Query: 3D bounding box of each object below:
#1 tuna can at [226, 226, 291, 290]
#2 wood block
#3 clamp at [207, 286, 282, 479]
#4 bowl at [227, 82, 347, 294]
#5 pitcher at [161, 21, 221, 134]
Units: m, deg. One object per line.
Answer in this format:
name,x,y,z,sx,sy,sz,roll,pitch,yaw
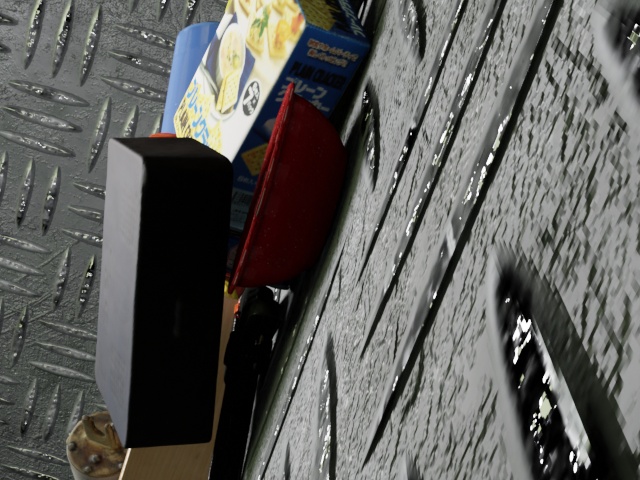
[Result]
tuna can,-0.062,0.012,0.892,0.086,0.086,0.034,-141,70,-83
wood block,-0.121,0.157,1.000,0.090,0.090,0.206,124,162,-72
clamp,-0.057,0.085,0.872,0.210,0.036,0.165,-90,16,-65
bowl,-0.020,-0.031,0.781,0.162,0.055,0.162,-164,91,-84
pitcher,-0.136,-0.128,1.277,0.145,0.149,0.243,74,-162,-75
